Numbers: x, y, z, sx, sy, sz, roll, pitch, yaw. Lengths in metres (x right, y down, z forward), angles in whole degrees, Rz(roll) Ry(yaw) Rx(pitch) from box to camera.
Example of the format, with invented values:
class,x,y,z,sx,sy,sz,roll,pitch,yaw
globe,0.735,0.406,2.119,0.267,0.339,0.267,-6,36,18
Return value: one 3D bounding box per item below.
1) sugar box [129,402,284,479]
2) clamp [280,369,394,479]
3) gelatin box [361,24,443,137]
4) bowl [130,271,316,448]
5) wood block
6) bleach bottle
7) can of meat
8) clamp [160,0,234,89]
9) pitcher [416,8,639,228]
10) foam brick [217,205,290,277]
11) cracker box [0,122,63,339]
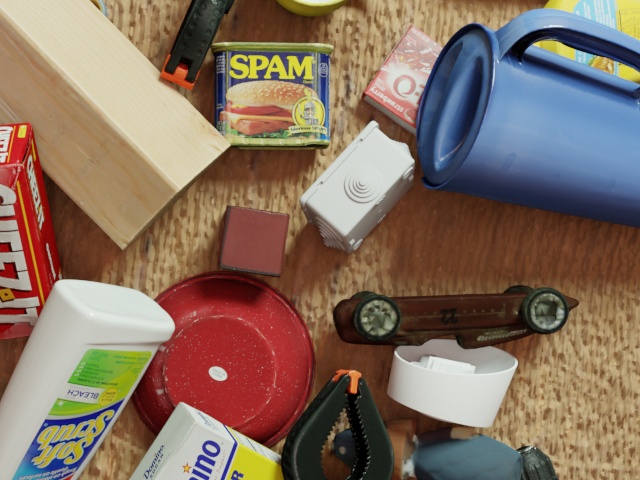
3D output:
class,x,y,z,sx,sy,sz,roll,pitch,yaw
sugar box,-0.062,0.210,0.851,0.176,0.048,0.093,33,90,-29
clamp,0.001,0.206,0.829,0.164,0.036,0.210,4,83,-24
gelatin box,0.092,-0.129,0.915,0.089,0.030,0.073,35,86,-3
bowl,-0.082,0.106,0.881,0.162,0.055,0.162,0,88,-4
wood block,-0.186,-0.107,0.843,0.206,0.090,0.090,46,126,-5
bleach bottle,-0.214,0.155,0.849,0.068,0.102,0.251,37,105,38
can of meat,-0.041,-0.119,0.891,0.102,0.057,0.084,0,91,-4
clamp,-0.081,-0.206,0.844,0.039,0.120,0.171,19,76,-8
pitcher,0.210,-0.086,0.853,0.242,0.149,0.145,12,92,-17
foam brick,-0.056,0.001,0.875,0.051,0.078,0.053,8,90,-5
cracker box,-0.317,0.004,0.817,0.213,0.072,0.164,-5,126,-5
